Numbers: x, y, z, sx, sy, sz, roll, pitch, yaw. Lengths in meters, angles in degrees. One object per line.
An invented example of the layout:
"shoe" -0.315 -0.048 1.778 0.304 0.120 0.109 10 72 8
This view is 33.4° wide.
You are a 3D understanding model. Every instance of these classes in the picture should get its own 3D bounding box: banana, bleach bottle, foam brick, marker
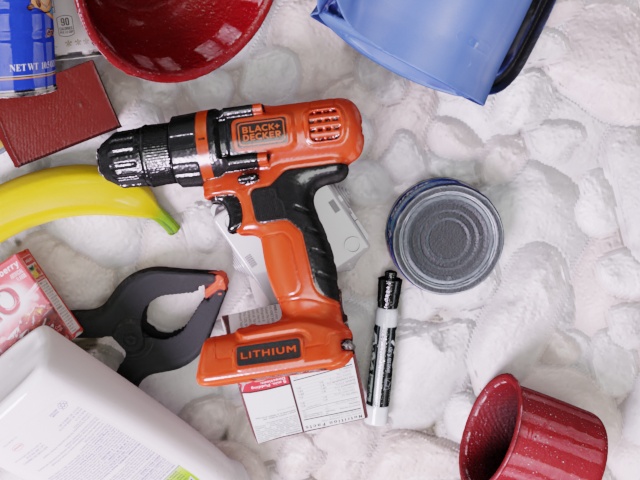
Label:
"banana" -0.206 -0.015 0.774 0.198 0.037 0.069 -12 101 -1
"bleach bottle" -0.136 0.167 0.776 0.103 0.068 0.250 -40 122 13
"foam brick" -0.187 -0.088 0.744 0.078 0.053 0.051 -24 103 -16
"marker" 0.048 0.082 0.819 0.020 0.020 0.121 4 101 -5

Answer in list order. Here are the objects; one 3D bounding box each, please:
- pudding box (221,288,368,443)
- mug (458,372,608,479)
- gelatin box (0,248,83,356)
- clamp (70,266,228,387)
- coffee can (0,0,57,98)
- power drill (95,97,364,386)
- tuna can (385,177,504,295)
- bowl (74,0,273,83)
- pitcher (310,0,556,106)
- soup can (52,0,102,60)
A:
"pudding box" -0.017 0.095 0.785 0.090 0.039 0.113 -13 133 -2
"mug" 0.157 0.165 0.813 0.081 0.093 0.117 21 130 -12
"gelatin box" -0.228 0.060 0.764 0.089 0.030 0.073 -32 95 8
"clamp" -0.139 0.082 0.797 0.171 0.039 0.120 -23 104 6
"coffee can" -0.214 -0.162 0.648 0.102 0.103 0.140 0 104 -4
"power drill" -0.055 0.001 0.717 0.184 0.057 0.187 -8 82 6
"tuna can" 0.093 -0.003 0.798 0.086 0.034 0.086 -1 101 -4
"bowl" -0.104 -0.191 0.716 0.161 0.055 0.162 -22 128 -31
"pitcher" 0.111 -0.218 0.712 0.145 0.149 0.243 29 99 4
"soup can" -0.188 -0.174 0.729 0.068 0.068 0.102 -7 102 -3
